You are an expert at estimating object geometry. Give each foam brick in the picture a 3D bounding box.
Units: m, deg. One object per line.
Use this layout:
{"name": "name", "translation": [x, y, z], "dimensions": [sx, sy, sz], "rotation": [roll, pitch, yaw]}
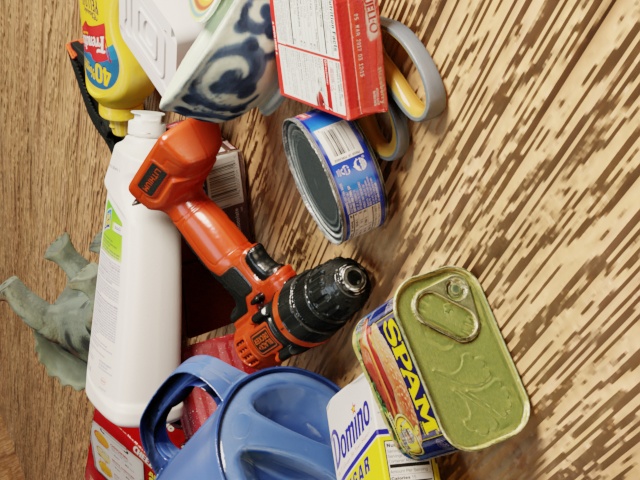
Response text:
{"name": "foam brick", "translation": [-0.110, 0.038, 0.969], "dimensions": [0.051, 0.052, 0.078], "rotation": [39, 138, 50]}

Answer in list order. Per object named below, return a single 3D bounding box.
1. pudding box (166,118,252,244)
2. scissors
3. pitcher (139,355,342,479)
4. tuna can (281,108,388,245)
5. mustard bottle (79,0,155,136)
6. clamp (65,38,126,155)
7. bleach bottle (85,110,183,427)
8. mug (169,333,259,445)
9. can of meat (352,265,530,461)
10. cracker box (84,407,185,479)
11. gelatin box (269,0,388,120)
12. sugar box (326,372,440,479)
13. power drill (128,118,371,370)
{"name": "pudding box", "translation": [-0.094, -0.037, 0.902], "dimensions": [0.090, 0.039, 0.113], "rotation": [40, 139, 51]}
{"name": "scissors", "translation": [0.013, -0.128, 0.649], "dimensions": [0.202, 0.016, 0.096], "rotation": [54, 150, 35]}
{"name": "pitcher", "translation": [-0.074, 0.197, 0.836], "dimensions": [0.243, 0.144, 0.149], "rotation": [-46, 43, 47]}
{"name": "tuna can", "translation": [0.009, -0.042, 0.671], "dimensions": [0.086, 0.033, 0.086], "rotation": [60, 166, 25]}
{"name": "mustard bottle", "translation": [-0.181, -0.182, 0.951], "dimensions": [0.096, 0.058, 0.192], "rotation": [38, 136, 43]}
{"name": "clamp", "translation": [-0.203, -0.111, 1.081], "dimensions": [0.210, 0.036, 0.165], "rotation": [58, 152, 19]}
{"name": "bleach bottle", "translation": [-0.149, 0.020, 0.887], "dimensions": [0.103, 0.067, 0.251], "rotation": [24, 111, 56]}
{"name": "mug", "translation": [-0.098, 0.133, 0.953], "dimensions": [0.117, 0.093, 0.081], "rotation": [-22, 80, 36]}
{"name": "can of meat", "translation": [0.067, 0.076, 0.626], "dimensions": [0.102, 0.057, 0.084], "rotation": [68, 158, 10]}
{"name": "cracker box", "translation": [-0.178, 0.261, 1.186], "dimensions": [0.164, 0.072, 0.214], "rotation": [41, 146, 13]}
{"name": "gelatin box", "translation": [0.004, -0.115, 0.619], "dimensions": [0.089, 0.030, 0.073], "rotation": [31, 133, 56]}
{"name": "sugar box", "translation": [0.046, 0.179, 0.698], "dimensions": [0.093, 0.048, 0.176], "rotation": [126, 136, -61]}
{"name": "power drill", "translation": [-0.055, 0.001, 0.781], "dimensions": [0.187, 0.057, 0.185], "rotation": [55, 147, 3]}
